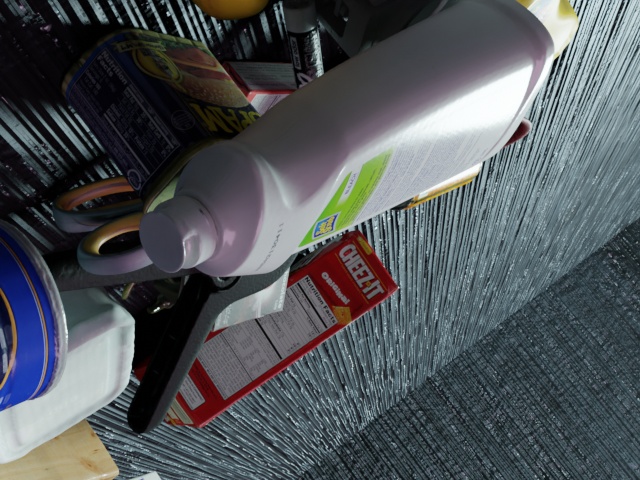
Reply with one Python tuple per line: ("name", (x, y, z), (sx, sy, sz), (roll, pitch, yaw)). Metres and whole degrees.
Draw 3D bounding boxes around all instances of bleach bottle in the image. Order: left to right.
("bleach bottle", (0.015, -0.050, 0.529), (0.250, 0.068, 0.103), (-29, 152, -43))

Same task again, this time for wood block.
("wood block", (-0.261, 0.184, 0.821), (0.091, 0.090, 0.205), (-42, 165, 14))

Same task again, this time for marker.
("marker", (-0.006, -0.090, 0.641), (0.020, 0.020, 0.121), (-31, 137, -23))

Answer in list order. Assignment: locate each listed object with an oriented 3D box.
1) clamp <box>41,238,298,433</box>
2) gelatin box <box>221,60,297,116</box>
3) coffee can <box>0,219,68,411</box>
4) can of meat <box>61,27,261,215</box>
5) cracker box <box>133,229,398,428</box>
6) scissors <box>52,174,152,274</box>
("clamp", (-0.077, 0.010, 0.670), (0.210, 0.036, 0.164), (-44, 140, -12))
("gelatin box", (-0.045, -0.077, 0.668), (0.073, 0.030, 0.089), (-49, 161, 30))
("coffee can", (-0.213, 0.054, 0.529), (0.140, 0.103, 0.103), (-21, 157, -46))
("can of meat", (-0.073, -0.060, 0.553), (0.057, 0.084, 0.102), (-45, 163, 21))
("cracker box", (-0.055, 0.081, 0.961), (0.213, 0.072, 0.164), (-34, -178, -18))
("scissors", (-0.055, -0.022, 0.606), (0.202, 0.096, 0.016), (-8, 126, 2))
